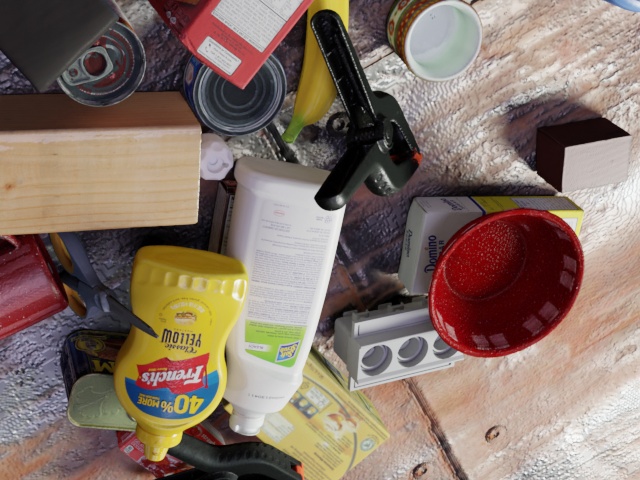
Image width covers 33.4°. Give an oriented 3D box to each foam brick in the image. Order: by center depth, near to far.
[{"bbox_3d":[0.260,-0.085,1.057,0.078,0.053,0.051,-10,120,-15],"label":"foam brick"}]

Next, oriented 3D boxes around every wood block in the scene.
[{"bbox_3d":[-0.208,-0.064,0.871,0.205,0.091,0.090,-4,118,-19],"label":"wood block"}]

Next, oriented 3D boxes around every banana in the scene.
[{"bbox_3d":[0.001,-0.182,0.904,0.037,0.069,0.198,12,115,15],"label":"banana"}]

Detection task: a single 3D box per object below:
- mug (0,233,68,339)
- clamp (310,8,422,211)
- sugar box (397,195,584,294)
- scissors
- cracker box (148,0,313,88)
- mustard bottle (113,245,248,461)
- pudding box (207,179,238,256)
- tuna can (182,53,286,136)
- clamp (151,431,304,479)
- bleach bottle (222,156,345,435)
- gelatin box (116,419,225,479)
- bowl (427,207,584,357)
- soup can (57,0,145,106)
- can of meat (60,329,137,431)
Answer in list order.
[{"bbox_3d":[-0.268,0.029,0.895,0.081,0.093,0.117,-25,139,-9],"label":"mug"},{"bbox_3d":[0.040,-0.082,0.920,0.036,0.164,0.209,-5,162,24],"label":"clamp"},{"bbox_3d":[0.171,0.003,1.077,0.176,0.048,0.093,1,116,-17],"label":"sugar box"},{"bbox_3d":[-0.186,0.031,0.883,0.016,0.202,0.096,-23,100,-28],"label":"scissors"},{"bbox_3d":[-0.040,-0.239,0.796,0.072,0.164,0.214,33,102,-33],"label":"cracker box"},{"bbox_3d":[-0.126,0.103,0.912,0.096,0.058,0.192,9,110,-14],"label":"mustard bottle"},{"bbox_3d":[-0.056,0.001,0.994,0.090,0.039,0.113,4,112,-19],"label":"pudding box"},{"bbox_3d":[-0.073,-0.134,0.918,0.086,0.034,0.086,-9,120,-16],"label":"tuna can"},{"bbox_3d":[-0.099,0.217,1.033,0.171,0.039,0.120,-2,140,-6],"label":"clamp"},{"bbox_3d":[-0.050,0.057,0.953,0.102,0.068,0.251,9,108,-14],"label":"bleach bottle"},{"bbox_3d":[-0.149,0.201,1.072,0.073,0.030,0.089,-39,123,3],"label":"gelatin box"},{"bbox_3d":[0.170,0.031,1.031,0.162,0.055,0.162,-7,118,-14],"label":"bowl"},{"bbox_3d":[-0.178,-0.153,0.827,0.068,0.102,0.068,-9,120,-16],"label":"soup can"},{"bbox_3d":[-0.187,0.128,0.986,0.102,0.084,0.057,9,113,-24],"label":"can of meat"}]
